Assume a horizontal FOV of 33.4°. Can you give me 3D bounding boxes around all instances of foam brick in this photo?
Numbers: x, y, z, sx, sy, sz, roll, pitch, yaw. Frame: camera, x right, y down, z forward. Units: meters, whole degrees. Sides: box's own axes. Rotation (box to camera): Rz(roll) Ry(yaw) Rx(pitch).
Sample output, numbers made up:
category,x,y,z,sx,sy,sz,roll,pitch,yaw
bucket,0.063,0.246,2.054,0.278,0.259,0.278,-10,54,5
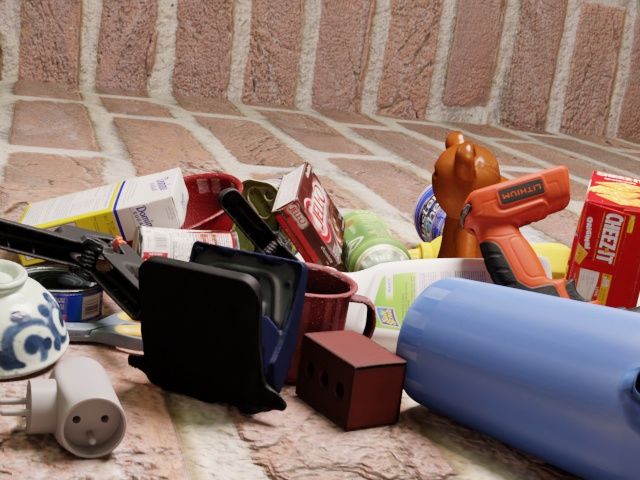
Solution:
category,x,y,z,sx,sy,sz,roll,pitch,yaw
foam brick,0.023,0.108,0.839,0.051,0.053,0.078,-1,15,-33

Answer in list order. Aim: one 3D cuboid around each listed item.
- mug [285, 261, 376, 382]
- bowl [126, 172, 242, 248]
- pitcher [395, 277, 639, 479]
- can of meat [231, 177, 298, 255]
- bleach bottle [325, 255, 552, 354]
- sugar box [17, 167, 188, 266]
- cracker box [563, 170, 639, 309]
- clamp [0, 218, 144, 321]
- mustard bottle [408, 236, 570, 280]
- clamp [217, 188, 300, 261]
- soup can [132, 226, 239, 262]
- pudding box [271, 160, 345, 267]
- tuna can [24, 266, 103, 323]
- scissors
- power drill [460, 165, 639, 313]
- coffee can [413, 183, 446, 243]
category,x,y,z,sx,sy,sz,roll,pitch,yaw
mug,-0.009,0.070,0.912,0.117,0.081,0.093,4,16,-20
bowl,-0.158,-0.018,1.207,0.162,0.055,0.162,-14,25,6
pitcher,0.183,0.108,0.798,0.243,0.149,0.144,15,31,43
can of meat,-0.059,-0.024,1.259,0.057,0.102,0.083,12,12,23
bleach bottle,0.089,0.057,0.996,0.250,0.102,0.068,5,-24,-9
sugar box,-0.234,-0.026,1.150,0.176,0.048,0.093,-11,24,3
cracker box,0.292,0.025,1.098,0.072,0.164,0.213,13,14,14
clamp,-0.216,0.012,0.954,0.164,0.036,0.210,26,5,-6
mustard bottle,0.187,0.027,1.246,0.191,0.058,0.096,5,-11,-10
clamp,-0.057,0.001,1.134,0.039,0.120,0.171,-35,-7,-4
soup can,-0.139,0.021,1.094,0.102,0.068,0.068,3,13,-16
pudding box,-0.011,-0.026,1.188,0.039,0.090,0.113,-27,21,14
tuna can,-0.243,0.050,0.983,0.086,0.034,0.086,7,13,-2
scissors,-0.210,0.075,0.936,0.201,0.016,0.096,6,11,-5
power drill,0.216,0.030,0.947,0.184,0.188,0.057,-15,-23,-5
coffee can,0.184,-0.017,1.360,0.102,0.103,0.140,5,13,-10
